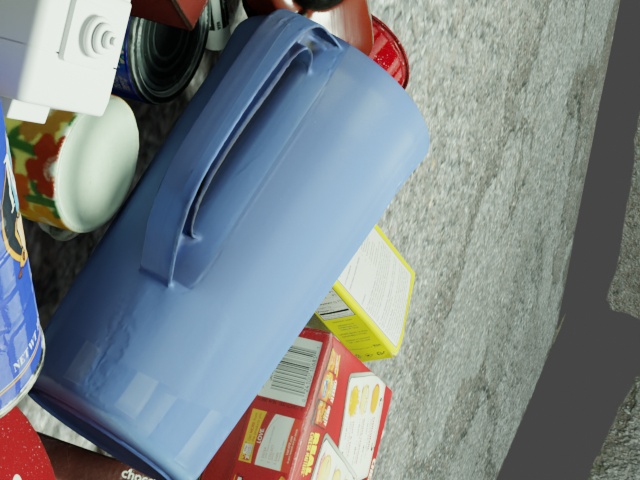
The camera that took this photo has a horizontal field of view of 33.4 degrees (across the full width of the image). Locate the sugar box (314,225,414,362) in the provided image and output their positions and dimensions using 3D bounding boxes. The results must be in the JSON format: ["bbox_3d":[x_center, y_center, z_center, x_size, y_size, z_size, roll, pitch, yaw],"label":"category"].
[{"bbox_3d":[0.012,0.012,0.861,0.176,0.048,0.093,48,41,-34],"label":"sugar box"}]

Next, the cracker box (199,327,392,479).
[{"bbox_3d":[-0.016,0.164,0.793,0.213,0.072,0.164,51,52,-66],"label":"cracker box"}]

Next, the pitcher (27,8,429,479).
[{"bbox_3d":[-0.054,0.001,0.577,0.149,0.145,0.242,43,68,-27],"label":"pitcher"}]

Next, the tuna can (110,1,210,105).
[{"bbox_3d":[-0.096,-0.120,0.598,0.086,0.034,0.086,-53,152,-45],"label":"tuna can"}]
